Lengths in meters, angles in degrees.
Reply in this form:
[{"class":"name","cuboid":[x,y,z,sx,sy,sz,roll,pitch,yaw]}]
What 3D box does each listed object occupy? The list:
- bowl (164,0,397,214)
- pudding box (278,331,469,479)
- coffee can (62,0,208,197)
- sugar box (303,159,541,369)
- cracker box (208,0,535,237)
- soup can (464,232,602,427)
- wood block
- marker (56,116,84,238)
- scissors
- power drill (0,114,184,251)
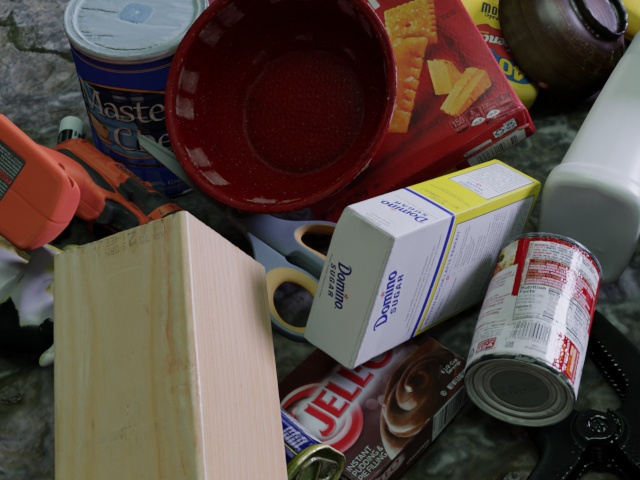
[{"class":"bowl","cuboid":[-0.021,-0.093,0.713,0.162,0.055,0.162,-3,81,19]},{"class":"pudding box","cuboid":[0.030,0.101,0.672,0.090,0.039,0.113,33,57,28]},{"class":"coffee can","cuboid":[-0.128,-0.115,0.799,0.103,0.140,0.103,-1,49,1]},{"class":"sugar box","cuboid":[0.067,0.009,0.671,0.048,0.093,0.175,33,30,31]},{"class":"cracker box","cuboid":[0.030,-0.131,0.771,0.164,0.072,0.214,-30,74,10]},{"class":"soup can","cuboid":[0.131,0.054,0.656,0.068,0.068,0.102,13,49,13]},{"class":"wood block","cuboid":[-0.078,0.103,0.556,0.090,0.090,0.206,-18,62,20]},{"class":"marker","cuboid":[-0.199,-0.049,0.825,0.020,0.020,0.121,-2,49,0]},{"class":"scissors","cuboid":[-0.055,0.001,0.711,0.202,0.016,0.096,22,63,10]},{"class":"power drill","cuboid":[-0.149,-0.019,0.700,0.185,0.187,0.057,35,93,21]}]
